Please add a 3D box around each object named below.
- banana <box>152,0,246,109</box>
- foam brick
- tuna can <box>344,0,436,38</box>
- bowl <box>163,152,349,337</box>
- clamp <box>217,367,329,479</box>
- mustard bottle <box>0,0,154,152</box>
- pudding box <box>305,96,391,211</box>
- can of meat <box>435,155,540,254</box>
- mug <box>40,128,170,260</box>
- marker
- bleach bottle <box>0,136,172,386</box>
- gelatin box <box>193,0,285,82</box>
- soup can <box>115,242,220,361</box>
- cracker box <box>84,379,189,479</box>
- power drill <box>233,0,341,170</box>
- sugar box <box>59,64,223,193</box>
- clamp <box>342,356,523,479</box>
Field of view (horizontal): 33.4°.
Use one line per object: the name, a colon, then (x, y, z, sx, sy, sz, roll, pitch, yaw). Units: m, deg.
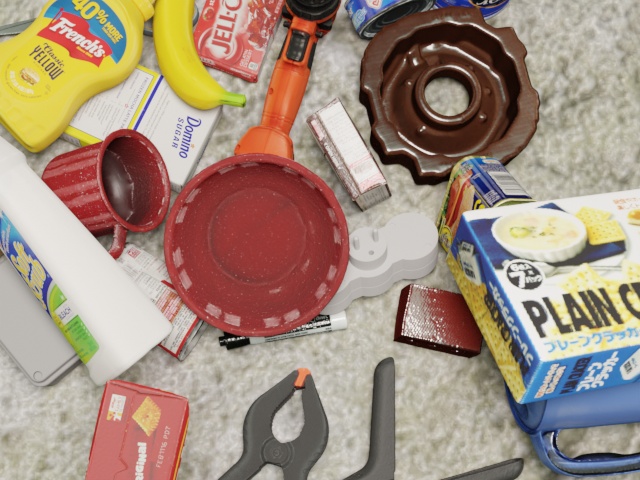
banana: (-0.124, -0.195, 1.005, 0.069, 0.037, 0.198, -13, 66, -8)
foam brick: (0.111, 0.075, 0.994, 0.078, 0.053, 0.051, 13, 80, -1)
tuna can: (0.068, -0.229, 1.028, 0.086, 0.086, 0.034, -23, 84, -7)
bowl: (-0.056, 0.001, 0.944, 0.162, 0.055, 0.162, -1, 99, -3)
clamp: (-0.050, 0.198, 0.970, 0.120, 0.039, 0.171, 10, 72, -2)
mustard bottle: (-0.219, -0.174, 0.966, 0.191, 0.058, 0.096, -43, 87, -13)
pudding box: (0.028, -0.077, 0.984, 0.039, 0.113, 0.090, -31, 84, 5)
can of meat: (0.151, -0.016, 0.975, 0.057, 0.084, 0.102, 0, 124, -21)
mug: (-0.194, -0.034, 0.951, 0.082, 0.093, 0.117, -12, 72, 32)
marker: (-0.035, 0.084, 1.001, 0.121, 0.020, 0.020, -10, 81, -5)
bleach bottle: (-0.232, 0.003, 0.895, 0.068, 0.103, 0.251, -40, 93, -30)
gelatin box: (-0.082, -0.207, 1.042, 0.073, 0.030, 0.089, 20, 79, 0)
soup can: (-0.151, 0.055, 0.973, 0.102, 0.068, 0.068, 32, 80, 2)
cracker box: (-0.157, 0.202, 0.873, 0.072, 0.214, 0.164, 12, 79, -8)
power drill: (-0.026, -0.156, 0.970, 0.057, 0.184, 0.187, 18, 89, 1)
sugar box: (-0.191, -0.123, 1.014, 0.176, 0.048, 0.093, 26, 78, -2)
clamp: (0.061, 0.223, 0.973, 0.164, 0.036, 0.210, 44, 81, 4)
